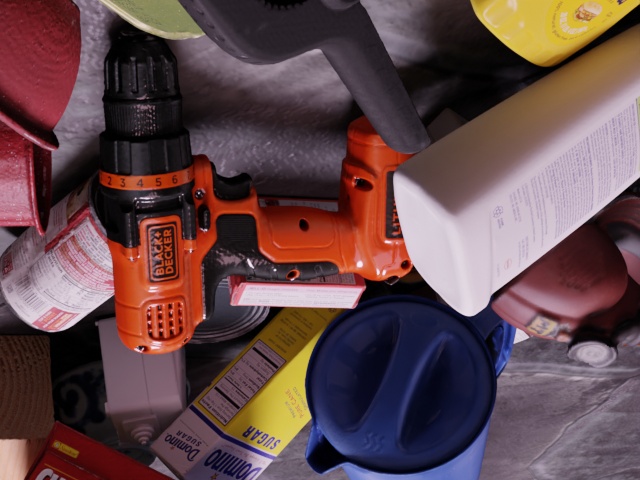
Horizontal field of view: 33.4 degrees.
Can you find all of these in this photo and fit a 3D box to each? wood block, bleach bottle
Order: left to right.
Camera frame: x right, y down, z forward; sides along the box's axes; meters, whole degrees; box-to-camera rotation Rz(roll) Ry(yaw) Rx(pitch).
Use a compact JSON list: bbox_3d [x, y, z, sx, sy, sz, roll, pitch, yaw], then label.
[{"bbox_3d":[-0.270,0.166,0.849,0.090,0.090,0.206,2,143,-21],"label":"wood block"},{"bbox_3d":[0.163,-0.063,0.622,0.250,0.068,0.102,-33,141,-12],"label":"bleach bottle"}]

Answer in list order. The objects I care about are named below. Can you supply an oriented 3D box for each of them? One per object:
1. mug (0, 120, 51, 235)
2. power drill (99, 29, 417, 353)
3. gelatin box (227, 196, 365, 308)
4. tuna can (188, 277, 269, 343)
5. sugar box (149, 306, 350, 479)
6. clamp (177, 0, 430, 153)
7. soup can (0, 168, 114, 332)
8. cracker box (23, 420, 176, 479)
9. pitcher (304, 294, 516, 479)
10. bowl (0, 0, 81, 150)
[{"bbox_3d":[-0.192,-0.048,0.583,0.081,0.093,0.117,-1,-179,-8],"label":"mug"},{"bbox_3d":[-0.036,-0.034,0.626,0.187,0.057,0.184,-7,110,-22],"label":"power drill"},{"bbox_3d":[-0.021,0.008,0.715,0.089,0.073,0.030,2,143,-20],"label":"gelatin box"},{"bbox_3d":[-0.081,0.039,0.775,0.086,0.034,0.086,-8,145,-6],"label":"tuna can"},{"bbox_3d":[-0.041,0.121,0.814,0.176,0.048,0.093,-48,149,-15],"label":"sugar box"},{"bbox_3d":[0.009,-0.130,0.470,0.209,0.036,0.165,8,106,-48],"label":"clamp"},{"bbox_3d":[-0.150,0.007,0.679,0.102,0.068,0.068,-35,140,29],"label":"soup can"},{"bbox_3d":[-0.140,0.222,0.809,0.164,0.072,0.214,26,157,0],"label":"cracker box"},{"bbox_3d":[0.078,0.143,0.839,0.149,0.145,0.243,0,153,9],"label":"pitcher"},{"bbox_3d":[-0.156,-0.113,0.458,0.055,0.162,0.162,-45,141,-1],"label":"bowl"}]
